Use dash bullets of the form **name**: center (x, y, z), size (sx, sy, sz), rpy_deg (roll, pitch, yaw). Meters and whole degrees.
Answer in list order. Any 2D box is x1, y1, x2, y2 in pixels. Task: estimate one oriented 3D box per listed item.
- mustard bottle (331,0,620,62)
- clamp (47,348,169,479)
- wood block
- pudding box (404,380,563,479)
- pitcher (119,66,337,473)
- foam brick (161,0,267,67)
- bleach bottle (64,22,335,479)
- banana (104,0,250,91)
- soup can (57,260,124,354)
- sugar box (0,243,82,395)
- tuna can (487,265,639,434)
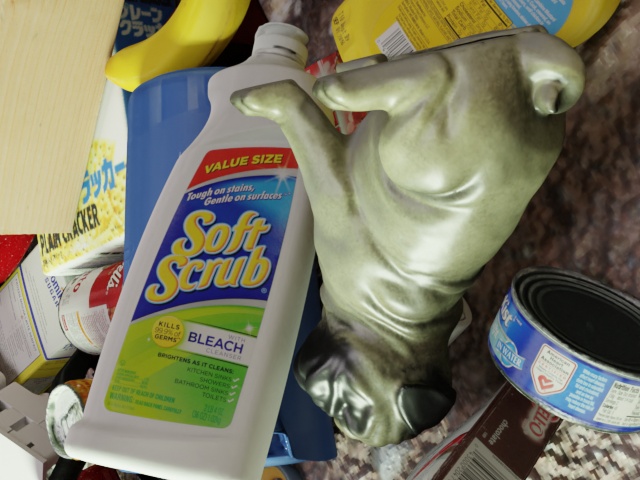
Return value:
- **mustard bottle**: center (0.093, -0.131, 0.528), size (0.192, 0.058, 0.096), rpy_deg (-38, 82, 42)
- **clamp**: center (-0.168, 0.143, 0.794), size (0.039, 0.120, 0.172), rpy_deg (-53, 50, 25)
- **wood block**: center (-0.211, -0.115, 0.749), size (0.090, 0.090, 0.206), rpy_deg (40, 121, 42)
- **pudding box**: center (0.065, 0.126, 0.530), size (0.039, 0.113, 0.090), rpy_deg (45, 127, 9)
- **pitcher**: center (-0.066, 0.024, 0.674), size (0.149, 0.144, 0.243), rpy_deg (-6, 82, 24)
- **foam brick**: center (-0.076, -0.127, 0.728), size (0.078, 0.052, 0.051), rpy_deg (-45, 59, 40)
- **bleach bottle**: center (-0.054, 0.001, 0.569), size (0.102, 0.068, 0.251), rpy_deg (10, 75, 6)
- **banana**: center (-0.084, -0.138, 0.657), size (0.070, 0.037, 0.198), rpy_deg (60, 143, 13)
- **soup can**: center (-0.143, 0.049, 0.797), size (0.102, 0.068, 0.068), rpy_deg (-14, 80, 48)
- **sugar box**: center (-0.242, 0.070, 0.926), size (0.177, 0.048, 0.093), rpy_deg (-36, 66, 40)
- **tuna can**: center (0.120, 0.049, 0.485), size (0.086, 0.085, 0.034), rpy_deg (44, 123, 39)
